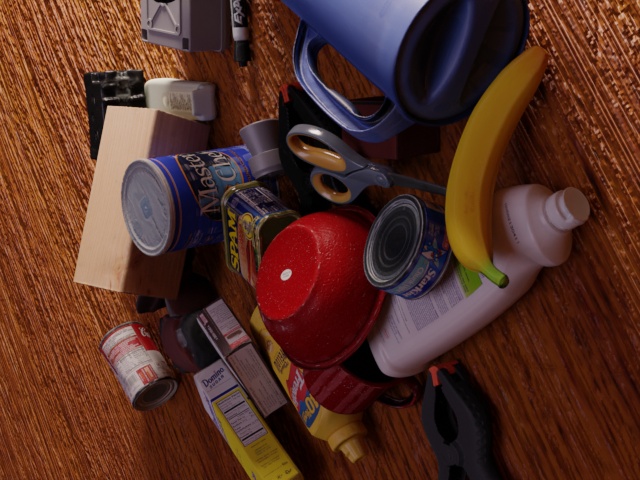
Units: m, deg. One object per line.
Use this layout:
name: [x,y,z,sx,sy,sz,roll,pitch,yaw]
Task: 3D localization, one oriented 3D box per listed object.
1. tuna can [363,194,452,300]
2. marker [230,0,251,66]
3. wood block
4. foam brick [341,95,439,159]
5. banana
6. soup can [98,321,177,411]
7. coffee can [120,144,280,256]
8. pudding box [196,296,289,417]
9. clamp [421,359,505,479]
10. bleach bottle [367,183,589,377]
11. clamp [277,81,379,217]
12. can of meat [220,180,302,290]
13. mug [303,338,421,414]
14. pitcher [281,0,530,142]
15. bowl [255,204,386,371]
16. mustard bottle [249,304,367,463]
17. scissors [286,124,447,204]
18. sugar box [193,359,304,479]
tuna can: [0.073,0.005,0.898,0.086,0.033,0.086,-39,40,44]
marker: [-0.087,-0.247,1.140,0.020,0.020,0.121,11,108,51]
wood block: [-0.204,-0.043,1.226,0.091,0.090,0.206,9,87,40]
foam brick: [0.062,-0.103,0.961,0.078,0.052,0.051,10,108,52]
banana: [0.134,-0.058,0.836,0.070,0.037,0.198,3,76,33]
soup can: [-0.241,0.167,1.417,0.102,0.068,0.069,53,136,29]
coffee can: [-0.129,-0.045,1.151,0.103,0.140,0.103,19,114,49]
pudding box: [-0.085,0.129,1.175,0.090,0.039,0.113,46,169,49]
clamp: [0.125,0.199,0.976,0.120,0.039,0.171,-28,74,47]
bleach bottle: [0.130,0.030,0.902,0.251,0.067,0.102,-37,67,48]
clamp: [0.009,-0.057,1.054,0.165,0.036,0.210,-7,97,52]
can of meat: [-0.057,0.001,1.096,0.084,0.057,0.102,38,137,53]
mug: [0.043,0.123,1.031,0.117,0.093,0.082,32,140,-2]
pitcher: [0.042,-0.199,0.893,0.243,0.149,0.145,45,146,40]
bowl: [-0.011,0.036,0.982,0.162,0.055,0.162,-27,53,43]
mustard bottle: [-0.006,0.146,1.112,0.192,0.058,0.096,58,148,23]
scissors: [0.053,-0.047,0.956,0.202,0.016,0.096,27,151,26]
sugar box: [-0.080,0.228,1.218,0.176,0.048,0.093,47,160,32]
